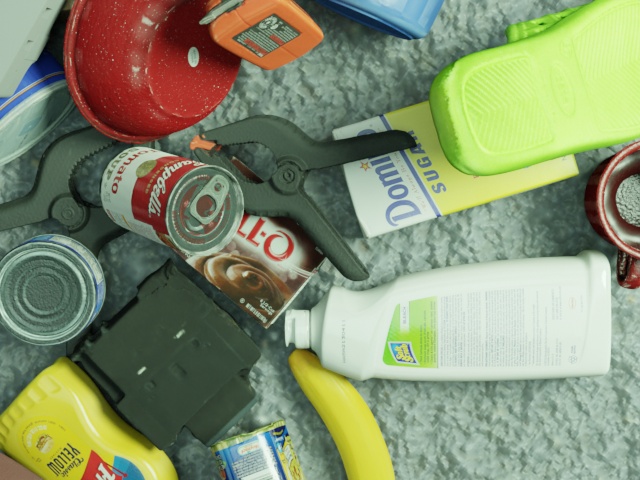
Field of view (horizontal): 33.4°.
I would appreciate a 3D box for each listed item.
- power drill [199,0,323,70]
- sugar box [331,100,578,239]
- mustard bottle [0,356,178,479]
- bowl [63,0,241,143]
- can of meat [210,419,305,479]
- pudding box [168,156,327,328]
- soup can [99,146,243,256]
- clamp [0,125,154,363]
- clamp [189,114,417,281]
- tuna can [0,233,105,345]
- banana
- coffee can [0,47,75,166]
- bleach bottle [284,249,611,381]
[{"bbox_3d":[-0.065,-0.219,0.770,0.057,0.184,0.188,-29,76,18],"label":"power drill"},{"bbox_3d":[0.105,-0.069,0.850,0.176,0.048,0.093,-18,89,2],"label":"sugar box"},{"bbox_3d":[-0.173,0.191,0.868,0.191,0.058,0.096,44,112,-1],"label":"mustard bottle"},{"bbox_3d":[-0.110,-0.144,0.801,0.055,0.161,0.162,26,94,38],"label":"bowl"},{"bbox_3d":[-0.043,0.190,0.838,0.057,0.102,0.084,-21,82,3],"label":"can of meat"},{"bbox_3d":[-0.056,0.001,0.865,0.113,0.039,0.090,40,94,1],"label":"pudding box"},{"bbox_3d":[-0.115,-0.032,0.814,0.068,0.102,0.068,-13,111,-38],"label":"soup can"},{"bbox_3d":[-0.199,-0.013,0.873,0.210,0.036,0.164,-44,97,3],"label":"clamp"},{"bbox_3d":[-0.013,-0.057,0.824,0.171,0.039,0.120,29,91,3],"label":"clamp"},{"bbox_3d":[-0.216,0.039,0.844,0.086,0.034,0.086,0,99,0],"label":"tuna can"},{"bbox_3d":[0.023,0.181,0.870,0.069,0.037,0.198,-10,92,3],"label":"banana"},{"bbox_3d":[-0.272,-0.141,0.839,0.103,0.103,0.140,-41,90,4],"label":"coffee can"},{"bbox_3d":[0.097,0.060,0.845,0.251,0.068,0.102,-1,93,3],"label":"bleach bottle"}]
